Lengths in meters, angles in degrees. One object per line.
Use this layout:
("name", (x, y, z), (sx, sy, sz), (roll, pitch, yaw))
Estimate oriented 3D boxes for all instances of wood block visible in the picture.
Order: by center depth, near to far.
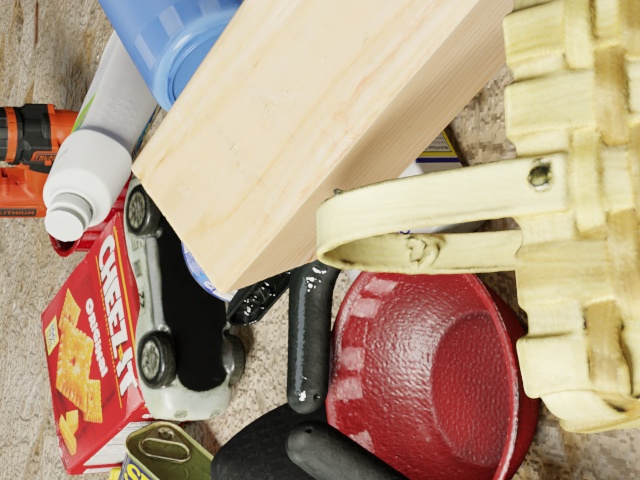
("wood block", (0.007, -0.077, 0.518), (0.090, 0.090, 0.206), (53, 128, 13))

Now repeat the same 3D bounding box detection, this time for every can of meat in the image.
("can of meat", (-0.117, 0.208, 0.841), (0.102, 0.057, 0.084), (35, 121, 25))

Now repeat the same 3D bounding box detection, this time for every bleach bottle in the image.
("bleach bottle", (-0.167, -0.088, 0.845), (0.103, 0.068, 0.250), (-53, 17, 40))

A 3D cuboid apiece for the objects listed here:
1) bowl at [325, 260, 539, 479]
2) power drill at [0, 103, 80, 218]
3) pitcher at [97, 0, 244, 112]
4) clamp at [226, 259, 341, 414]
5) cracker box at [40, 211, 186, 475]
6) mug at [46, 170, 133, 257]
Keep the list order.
("bowl", (0.070, 0.083, 0.599), (0.162, 0.055, 0.162), (-6, 82, 55))
("power drill", (-0.308, -0.077, 1.065), (0.188, 0.184, 0.057), (144, 122, -60))
("pitcher", (-0.110, -0.202, 0.783), (0.145, 0.148, 0.243), (-46, 58, 30))
("clamp", (-0.006, 0.015, 0.640), (0.120, 0.039, 0.172), (50, 129, 43))
("cracker box", (-0.174, 0.095, 0.929), (0.214, 0.072, 0.164), (-43, 54, 49))
("mug", (-0.198, -0.023, 0.973), (0.117, 0.081, 0.093), (-47, 51, 43))
